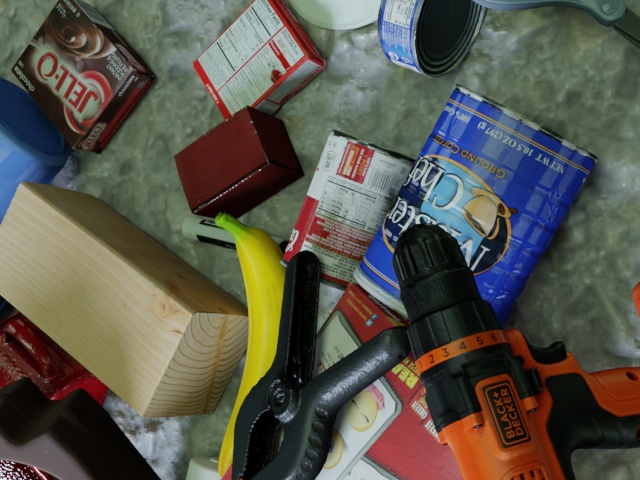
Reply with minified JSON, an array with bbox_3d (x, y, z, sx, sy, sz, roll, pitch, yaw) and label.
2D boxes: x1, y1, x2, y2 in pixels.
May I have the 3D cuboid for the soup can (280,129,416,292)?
[{"bbox_3d":[0.021,-0.020,0.753,0.069,0.068,0.102,23,95,31],"label":"soup can"}]

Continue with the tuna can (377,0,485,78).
[{"bbox_3d":[0.076,-0.157,0.728,0.034,0.086,0.086,26,97,32],"label":"tuna can"}]

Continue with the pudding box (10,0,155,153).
[{"bbox_3d":[-0.205,-0.144,0.920,0.090,0.039,0.114,-50,63,16],"label":"pudding box"}]

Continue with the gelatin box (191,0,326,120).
[{"bbox_3d":[-0.048,-0.138,0.832,0.089,0.030,0.073,-41,64,20],"label":"gelatin box"}]

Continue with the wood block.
[{"bbox_3d":[-0.161,0.044,0.841,0.206,0.090,0.091,33,100,29],"label":"wood block"}]

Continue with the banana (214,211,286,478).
[{"bbox_3d":[-0.047,0.076,0.783,0.037,0.069,0.198,8,100,61],"label":"banana"}]

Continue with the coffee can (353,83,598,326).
[{"bbox_3d":[0.098,-0.015,0.687,0.103,0.102,0.140,33,100,30],"label":"coffee can"}]

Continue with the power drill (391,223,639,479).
[{"bbox_3d":[0.143,0.063,0.611,0.057,0.187,0.184,127,128,-65],"label":"power drill"}]

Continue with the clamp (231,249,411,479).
[{"bbox_3d":[-0.016,0.093,0.695,0.172,0.039,0.120,-56,39,15],"label":"clamp"}]

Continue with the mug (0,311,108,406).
[{"bbox_3d":[-0.228,0.108,0.863,0.082,0.093,0.117,37,146,24],"label":"mug"}]

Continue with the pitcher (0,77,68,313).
[{"bbox_3d":[-0.329,-0.021,0.937,0.243,0.149,0.145,-42,47,16],"label":"pitcher"}]

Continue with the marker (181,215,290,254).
[{"bbox_3d":[-0.055,0.001,0.824,0.121,0.020,0.020,13,90,31],"label":"marker"}]

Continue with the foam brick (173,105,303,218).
[{"bbox_3d":[-0.063,-0.057,0.817,0.078,0.052,0.051,-31,69,23],"label":"foam brick"}]

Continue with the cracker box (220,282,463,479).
[{"bbox_3d":[0.028,0.162,0.708,0.164,0.072,0.214,44,107,44],"label":"cracker box"}]
